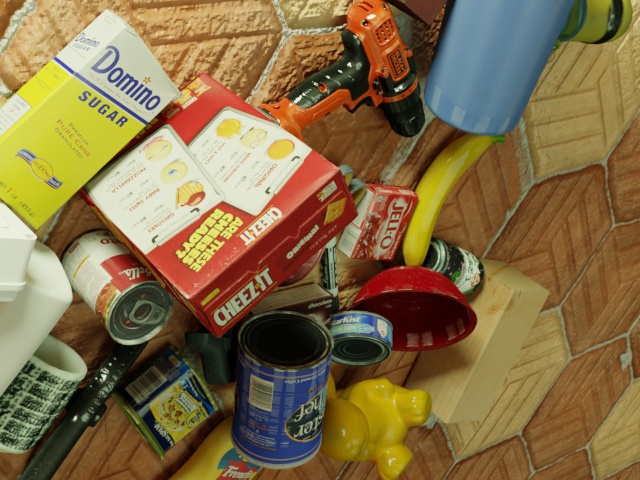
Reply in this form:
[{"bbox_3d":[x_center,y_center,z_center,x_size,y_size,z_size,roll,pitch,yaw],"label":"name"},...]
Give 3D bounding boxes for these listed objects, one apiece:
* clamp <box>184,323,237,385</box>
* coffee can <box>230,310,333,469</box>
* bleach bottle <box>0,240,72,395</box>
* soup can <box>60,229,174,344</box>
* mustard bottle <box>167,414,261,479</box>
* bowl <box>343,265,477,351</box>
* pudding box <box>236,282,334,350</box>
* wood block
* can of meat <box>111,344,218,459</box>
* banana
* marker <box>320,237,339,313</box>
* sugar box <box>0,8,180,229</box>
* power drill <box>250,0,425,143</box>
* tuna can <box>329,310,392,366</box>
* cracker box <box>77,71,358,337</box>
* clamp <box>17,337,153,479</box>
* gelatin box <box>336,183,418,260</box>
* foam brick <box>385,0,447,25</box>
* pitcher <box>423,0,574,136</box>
[{"bbox_3d":[-0.110,0.091,1.134,0.171,0.039,0.120,85,16,-59],"label":"clamp"},{"bbox_3d":[-0.043,0.162,1.160,0.102,0.103,0.140,-18,129,-33],"label":"coffee can"},{"bbox_3d":[-0.319,0.116,0.949,0.068,0.103,0.251,28,105,-39],"label":"bleach bottle"},{"bbox_3d":[-0.191,0.042,0.993,0.068,0.102,0.068,-24,133,-29],"label":"soup can"},{"bbox_3d":[-0.111,0.263,1.266,0.191,0.058,0.096,-48,141,-4],"label":"mustard bottle"},{"bbox_3d":[0.108,0.076,1.294,0.162,0.055,0.162,2,149,1],"label":"bowl"},{"bbox_3d":[-0.043,0.103,1.222,0.113,0.039,0.090,-14,128,-35],"label":"pudding box"},{"bbox_3d":[0.209,0.136,1.441,0.090,0.090,0.206,6,114,-45],"label":"wood block"},{"bbox_3d":[-0.167,0.173,1.149,0.083,0.058,0.102,-39,138,-17],"label":"can of meat"},{"bbox_3d":[0.145,-0.056,1.269,0.069,0.037,0.198,31,98,-25],"label":"banana"},{"bbox_3d":[0.011,0.038,1.240,0.020,0.020,0.121,-27,134,-26],"label":"marker"},{"bbox_3d":[-0.212,-0.103,0.910,0.176,0.048,0.093,-44,139,-6],"label":"sugar box"},{"bbox_3d":[0.022,-0.132,1.097,0.187,0.057,0.184,-42,138,-13],"label":"power drill"},{"bbox_3d":[0.044,0.119,1.282,0.086,0.033,0.086,2,148,1],"label":"tuna can"},{"bbox_3d":[-0.096,-0.037,0.934,0.164,0.214,0.072,-42,139,-11],"label":"cracker box"},{"bbox_3d":[-0.238,0.172,1.066,0.210,0.036,0.165,-56,-174,-18],"label":"clamp"},{"bbox_3d":[0.067,-0.021,1.239,0.073,0.030,0.089,3,117,-44],"label":"gelatin box"},{"bbox_3d":[0.084,-0.255,1.043,0.051,0.078,0.053,27,99,-51],"label":"foam brick"},{"bbox_3d":[0.187,-0.238,1.088,0.149,0.145,0.243,-29,145,-43],"label":"pitcher"}]
